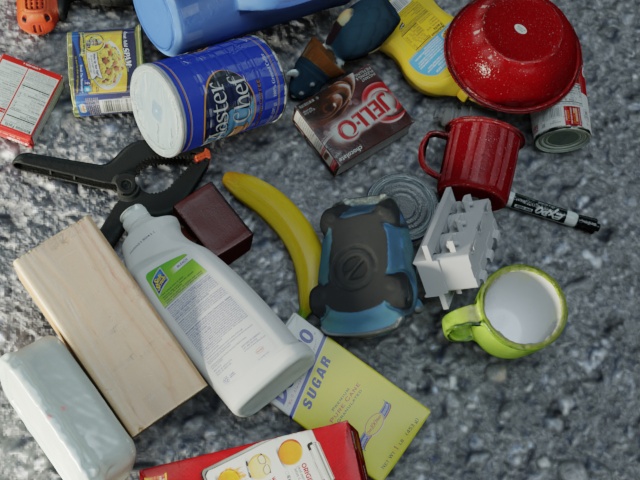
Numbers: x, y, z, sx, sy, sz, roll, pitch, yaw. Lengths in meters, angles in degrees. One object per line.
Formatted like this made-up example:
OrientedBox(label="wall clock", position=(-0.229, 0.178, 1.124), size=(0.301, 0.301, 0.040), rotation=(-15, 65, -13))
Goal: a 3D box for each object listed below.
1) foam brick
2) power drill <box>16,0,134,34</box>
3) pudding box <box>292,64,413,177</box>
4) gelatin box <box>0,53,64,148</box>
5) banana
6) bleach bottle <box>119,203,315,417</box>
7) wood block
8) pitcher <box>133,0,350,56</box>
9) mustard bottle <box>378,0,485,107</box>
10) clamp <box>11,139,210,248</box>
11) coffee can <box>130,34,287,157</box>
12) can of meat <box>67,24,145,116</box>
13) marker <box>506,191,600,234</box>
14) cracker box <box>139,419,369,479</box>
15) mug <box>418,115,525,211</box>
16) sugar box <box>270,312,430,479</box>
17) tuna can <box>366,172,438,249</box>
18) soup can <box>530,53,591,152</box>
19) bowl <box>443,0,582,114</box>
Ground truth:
OrientedBox(label="foam brick", position=(-0.117, -0.013, 1.161), size=(0.051, 0.053, 0.078), rotation=(-35, 76, -18))
OrientedBox(label="power drill", position=(-0.269, -0.333, 1.265), size=(0.187, 0.057, 0.184), rotation=(-4, 73, -5))
OrientedBox(label="pudding box", position=(0.037, -0.139, 1.235), size=(0.113, 0.039, 0.090), rotation=(-33, 76, -17))
OrientedBox(label="gelatin box", position=(-0.341, -0.157, 1.202), size=(0.073, 0.030, 0.089), rotation=(20, 68, 0))
OrientedBox(label="banana", position=(-0.039, -0.002, 1.174), size=(0.069, 0.037, 0.198), rotation=(-22, 73, -15))
OrientedBox(label="bleach bottle", position=(-0.120, 0.055, 1.092), size=(0.102, 0.068, 0.251), rotation=(-39, 69, -2))
OrientedBox(label="wood block", position=(-0.212, 0.090, 1.074), size=(0.090, 0.091, 0.206), rotation=(-34, 86, -16))
OrientedBox(label="pitcher", position=(-0.080, -0.293, 1.205), size=(0.242, 0.149, 0.145), rotation=(-26, 83, -25))
OrientedBox(label="mustard bottle", position=(0.132, -0.229, 1.269), size=(0.096, 0.058, 0.192), rotation=(-43, 79, -10))
OrientedBox(label="clamp", position=(-0.222, -0.062, 1.173), size=(0.209, 0.036, 0.164), rotation=(-31, 82, -16))
OrientedBox(label="coffee can", position=(-0.122, -0.160, 1.170), size=(0.140, 0.103, 0.103), rotation=(-23, 73, -33))
OrientedBox(label="can of meat", position=(-0.241, -0.192, 1.213), size=(0.084, 0.057, 0.102), rotation=(-5, 69, -6))
OrientedBox(label="marker", position=(0.264, -0.033, 1.232), size=(0.121, 0.020, 0.020), rotation=(18, 68, 0))
OrientedBox(label="cracker box", position=(-0.053, 0.278, 1.015), size=(0.214, 0.072, 0.164), rotation=(-15, 70, 7))
OrientedBox(label="mug", position=(0.167, -0.087, 1.203), size=(0.117, 0.093, 0.081), rotation=(16, 73, -6))
OrientedBox(label="sugar box", position=(0.016, 0.163, 1.106), size=(0.176, 0.048, 0.093), rotation=(35, 81, 5))
OrientedBox(label="tuna can", position=(0.090, -0.033, 1.203), size=(0.086, 0.034, 0.086), rotation=(2, 69, -6))
OrientedBox(label="soup can", position=(0.280, -0.163, 1.257), size=(0.068, 0.068, 0.102), rotation=(1, 69, -7))
OrientedBox(label="bowl", position=(0.224, -0.227, 1.212), size=(0.162, 0.055, 0.162), rotation=(1, 70, -2))
